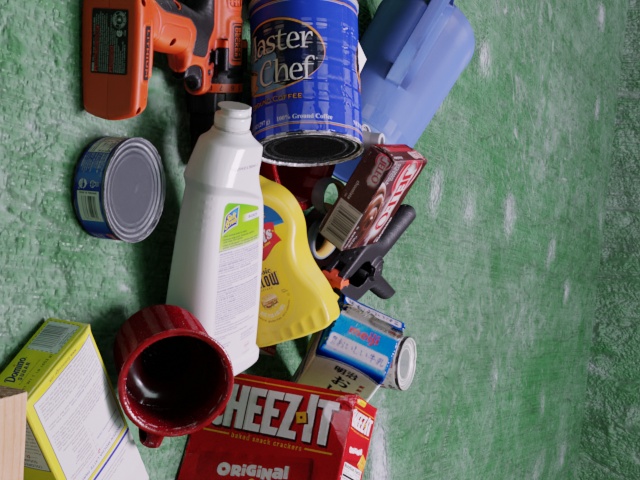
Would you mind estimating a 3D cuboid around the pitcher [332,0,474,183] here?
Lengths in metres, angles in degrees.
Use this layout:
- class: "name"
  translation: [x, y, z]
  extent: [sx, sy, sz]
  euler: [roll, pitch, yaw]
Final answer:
- class: "pitcher"
  translation: [0.085, -0.184, 1.255]
  extent: [0.242, 0.145, 0.149]
  euler: [-60, 136, -36]

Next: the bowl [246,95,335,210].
- class: "bowl"
  translation: [-0.036, -0.113, 1.102]
  extent: [0.161, 0.055, 0.162]
  euler: [-23, 116, -62]

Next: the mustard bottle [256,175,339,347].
- class: "mustard bottle"
  translation: [-0.057, 0.001, 1.020]
  extent: [0.058, 0.096, 0.191]
  euler: [-31, 102, -63]

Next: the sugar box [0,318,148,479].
- class: "sugar box"
  translation: [-0.195, 0.157, 0.836]
  extent: [0.093, 0.048, 0.176]
  euler: [-57, 147, -46]

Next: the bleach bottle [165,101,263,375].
- class: "bleach bottle"
  translation: [-0.087, 0.000, 0.948]
  extent: [0.102, 0.068, 0.251]
  euler: [-25, 129, -56]

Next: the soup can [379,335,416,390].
- class: "soup can"
  translation: [0.059, 0.143, 1.304]
  extent: [0.068, 0.102, 0.068]
  euler: [6, 90, -65]

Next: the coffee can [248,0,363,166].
- class: "coffee can"
  translation: [-0.014, -0.149, 0.977]
  extent: [0.102, 0.103, 0.140]
  euler: [24, 62, -64]

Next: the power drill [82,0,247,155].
- class: "power drill"
  translation: [-0.126, -0.144, 0.908]
  extent: [0.187, 0.057, 0.184]
  euler: [-21, 114, -64]

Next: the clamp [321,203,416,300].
- class: "clamp"
  translation: [0.053, 0.035, 1.216]
  extent: [0.171, 0.039, 0.120]
  euler: [-29, 129, -49]

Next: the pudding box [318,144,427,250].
- class: "pudding box"
  translation: [0.056, -0.047, 1.112]
  extent: [0.114, 0.039, 0.089]
  euler: [-57, 159, 20]

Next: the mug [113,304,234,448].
- class: "mug"
  translation: [-0.129, 0.114, 0.881]
  extent: [0.093, 0.082, 0.117]
  euler: [10, 103, -21]

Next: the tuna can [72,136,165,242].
- class: "tuna can"
  translation: [-0.164, -0.042, 0.870]
  extent: [0.086, 0.034, 0.086]
  euler: [-23, 116, -62]

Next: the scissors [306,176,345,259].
- class: "scissors"
  translation: [0.028, -0.009, 1.184]
  extent: [0.201, 0.016, 0.096]
  euler: [40, 68, -62]

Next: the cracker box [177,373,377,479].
- class: "cracker box"
  translation: [-0.053, 0.241, 1.014]
  extent: [0.072, 0.164, 0.213]
  euler: [47, 53, -60]
